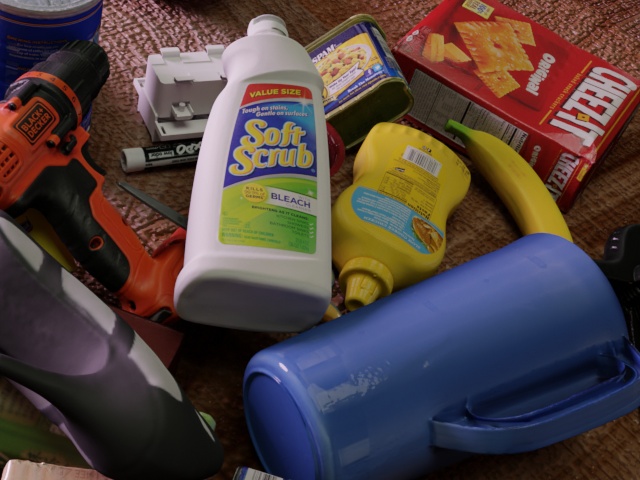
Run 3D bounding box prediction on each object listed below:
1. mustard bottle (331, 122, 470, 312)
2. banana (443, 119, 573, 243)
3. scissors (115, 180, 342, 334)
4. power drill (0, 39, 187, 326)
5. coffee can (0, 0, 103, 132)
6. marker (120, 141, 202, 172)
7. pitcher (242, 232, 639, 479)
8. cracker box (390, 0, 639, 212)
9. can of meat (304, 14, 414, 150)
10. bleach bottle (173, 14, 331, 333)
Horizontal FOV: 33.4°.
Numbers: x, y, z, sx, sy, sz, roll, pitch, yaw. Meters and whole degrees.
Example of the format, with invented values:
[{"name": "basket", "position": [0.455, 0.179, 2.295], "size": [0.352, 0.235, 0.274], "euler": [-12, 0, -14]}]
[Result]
[{"name": "mustard bottle", "position": [0.055, -0.012, 0.847], "size": [0.096, 0.058, 0.191], "euler": [30, 44, -4]}, {"name": "banana", "position": [0.172, -0.024, 0.909], "size": [0.069, 0.037, 0.198], "euler": [-10, 57, -33]}, {"name": "scissors", "position": [-0.055, 0.001, 0.772], "size": [0.201, 0.016, 0.096], "euler": [41, 30, -15]}, {"name": "power drill", "position": [-0.151, -0.037, 0.747], "size": [0.187, 0.057, 0.184], "euler": [45, 41, -17]}, {"name": "coffee can", "position": [-0.225, -0.152, 0.835], "size": [0.102, 0.140, 0.103], "euler": [9, 45, -9]}, {"name": "marker", "position": [-0.105, -0.073, 0.884], "size": [0.120, 0.020, 0.020], "euler": [-10, 50, -26]}, {"name": "pitcher", "position": [0.081, 0.091, 0.702], "size": [0.242, 0.149, 0.145], "euler": [-18, 72, -28]}, {"name": "cracker box", "position": [0.182, -0.143, 1.010], "size": [0.214, 0.072, 0.164], "euler": [32, 46, 13]}, {"name": "can of meat", "position": [0.023, -0.134, 0.934], "size": [0.102, 0.057, 0.084], "euler": [-31, 54, 12]}, {"name": "bleach bottle", "position": [-0.045, -0.061, 0.745], "size": [0.102, 0.068, 0.251], "euler": [9, 54, -16]}]
